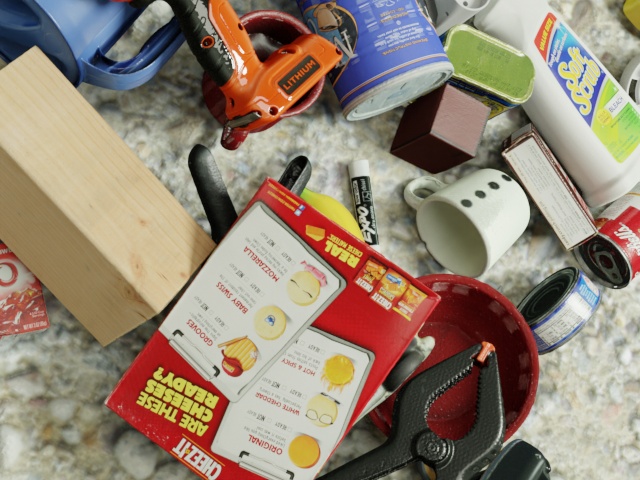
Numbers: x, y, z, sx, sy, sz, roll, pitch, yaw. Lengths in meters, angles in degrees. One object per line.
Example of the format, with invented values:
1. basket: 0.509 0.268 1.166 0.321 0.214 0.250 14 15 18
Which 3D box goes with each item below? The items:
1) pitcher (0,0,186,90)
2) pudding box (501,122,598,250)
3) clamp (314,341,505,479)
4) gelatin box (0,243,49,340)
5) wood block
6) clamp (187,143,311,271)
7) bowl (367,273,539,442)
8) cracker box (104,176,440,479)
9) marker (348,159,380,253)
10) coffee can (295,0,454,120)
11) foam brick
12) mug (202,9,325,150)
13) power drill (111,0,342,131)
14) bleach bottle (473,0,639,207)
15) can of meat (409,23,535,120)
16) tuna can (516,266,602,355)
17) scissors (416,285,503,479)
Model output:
1. pitcher: -0.164 -0.239 0.865 0.242 0.145 0.149 -51 128 -24
2. pudding box: 0.215 -0.052 1.005 0.039 0.090 0.113 -35 94 14
3. clamp: 0.097 0.182 0.870 0.165 0.036 0.210 34 76 15
4. gelatin box: -0.263 0.043 0.829 0.089 0.030 0.073 -12 84 -24
5. wood block: -0.192 -0.032 0.819 0.206 0.091 0.090 48 44 -11
6. clamp: -0.056 0.001 0.902 0.120 0.039 0.171 -7 103 -32
7. bowl: 0.107 0.113 0.939 0.162 0.055 0.162 1 78 -4
8. cracker box: -0.034 0.085 0.823 0.164 0.072 0.213 35 87 8
9. marker: 0.042 -0.013 0.968 0.020 0.020 0.121 -5 83 -23
10. coffee can: 0.041 -0.188 0.923 0.102 0.103 0.140 -21 85 -24
11. foam brick: 0.110 -0.100 0.978 0.053 0.078 0.051 25 72 -19
12. mug: -0.057 -0.129 0.913 0.093 0.082 0.117 23 73 -17
13. power drill: -0.067 -0.194 0.827 0.184 0.057 0.187 -46 108 -26
14. bleach bottle: 0.225 -0.158 1.042 0.251 0.068 0.102 49 59 -6
15. can of meat: 0.137 -0.152 0.994 0.102 0.084 0.057 20 74 -17
16. tuna can: 0.217 0.064 0.988 0.033 0.086 0.086 45 68 -7
17. scissors: 0.131 0.140 0.979 0.096 0.016 0.202 3 80 -21
